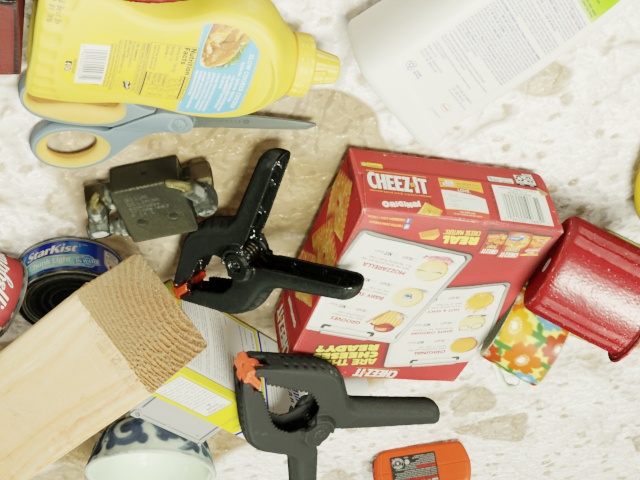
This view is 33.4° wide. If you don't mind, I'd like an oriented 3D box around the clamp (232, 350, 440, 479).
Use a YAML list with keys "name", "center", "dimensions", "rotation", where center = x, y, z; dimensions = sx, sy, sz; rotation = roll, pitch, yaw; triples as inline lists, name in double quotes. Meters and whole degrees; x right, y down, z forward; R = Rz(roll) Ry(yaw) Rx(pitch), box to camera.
- name: "clamp"
  center: [0.003, 0.147, 0.895]
  dimensions: [0.164, 0.036, 0.210]
  rotation: [-37, 131, -1]

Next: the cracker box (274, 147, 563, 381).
- name: "cracker box"
  center: [0.069, 0.027, 0.860]
  dimensions: [0.164, 0.072, 0.214]
  rotation: [5, 140, -18]

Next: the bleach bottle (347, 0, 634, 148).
- name: "bleach bottle"
  center: [0.146, -0.158, 0.656]
  dimensions: [0.251, 0.068, 0.102]
  rotation: [-29, 138, 19]

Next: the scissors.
- name: "scissors"
  center: [-0.112, -0.073, 0.740]
  dimensions: [0.201, 0.016, 0.096]
  rotation: [12, 138, -25]

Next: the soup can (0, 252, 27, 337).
- name: "soup can"
  center: [-0.278, 0.028, 0.785]
  dimensions: [0.102, 0.068, 0.069]
  rotation: [27, 128, -37]

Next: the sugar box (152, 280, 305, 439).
- name: "sugar box"
  center: [-0.080, 0.113, 0.914]
  dimensions: [0.048, 0.093, 0.176]
  rotation: [-28, 138, 22]

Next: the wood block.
- name: "wood block"
  center: [-0.198, 0.109, 0.804]
  dimensions: [0.206, 0.090, 0.090]
  rotation: [-35, 93, 28]

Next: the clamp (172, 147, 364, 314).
- name: "clamp"
  center: [-0.055, 0.001, 0.799]
  dimensions: [0.172, 0.120, 0.039]
  rotation: [-15, -171, 37]

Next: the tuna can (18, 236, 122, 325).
- name: "tuna can"
  center: [-0.197, 0.037, 0.841]
  dimensions: [0.086, 0.034, 0.086]
  rotation: [-6, 141, -5]

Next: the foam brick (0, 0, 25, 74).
- name: "foam brick"
  center: [-0.192, -0.137, 0.594]
  dimensions: [0.051, 0.078, 0.053]
  rotation: [1, 138, -13]

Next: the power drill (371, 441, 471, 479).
- name: "power drill"
  center: [0.134, 0.296, 1.215]
  dimensions: [0.184, 0.057, 0.187]
  rotation: [-10, 141, 0]

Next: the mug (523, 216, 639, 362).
- name: "mug"
  center: [0.211, 0.028, 0.824]
  dimensions: [0.081, 0.117, 0.093]
  rotation: [27, 121, 2]

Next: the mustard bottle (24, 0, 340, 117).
- name: "mustard bottle"
  center: [-0.080, -0.118, 0.656]
  dimensions: [0.191, 0.058, 0.096]
  rotation: [6, 143, -19]
